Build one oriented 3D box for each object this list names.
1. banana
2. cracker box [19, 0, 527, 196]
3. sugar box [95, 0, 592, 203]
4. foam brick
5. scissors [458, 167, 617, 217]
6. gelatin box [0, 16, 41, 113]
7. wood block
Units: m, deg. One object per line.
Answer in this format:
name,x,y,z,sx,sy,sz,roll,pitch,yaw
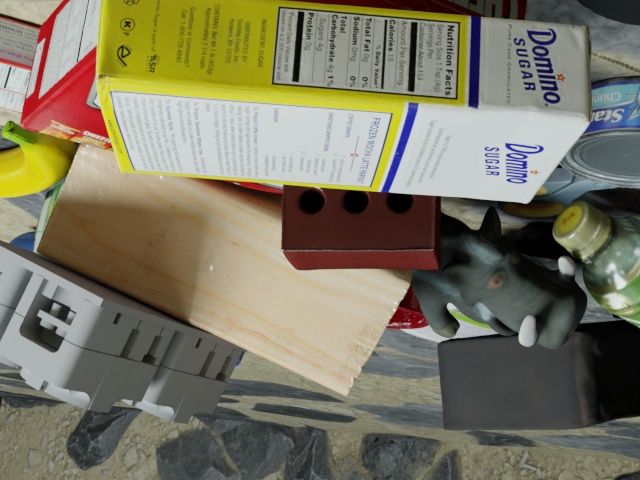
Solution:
banana,-0.230,-0.060,0.805,0.069,0.037,0.198,25,159,-27
cracker box,-0.032,-0.090,0.517,0.164,0.072,0.214,14,163,-29
sugar box,0.006,-0.054,0.416,0.176,0.048,0.093,2,163,-3
foam brick,0.022,-0.014,0.541,0.078,0.053,0.051,-1,168,11
scissors,0.186,-0.036,0.709,0.202,0.016,0.096,0,164,29
gelatin box,-0.170,-0.100,0.633,0.089,0.030,0.073,13,163,-19
wood block,-0.054,0.000,0.665,0.206,0.090,0.090,26,-159,-4
